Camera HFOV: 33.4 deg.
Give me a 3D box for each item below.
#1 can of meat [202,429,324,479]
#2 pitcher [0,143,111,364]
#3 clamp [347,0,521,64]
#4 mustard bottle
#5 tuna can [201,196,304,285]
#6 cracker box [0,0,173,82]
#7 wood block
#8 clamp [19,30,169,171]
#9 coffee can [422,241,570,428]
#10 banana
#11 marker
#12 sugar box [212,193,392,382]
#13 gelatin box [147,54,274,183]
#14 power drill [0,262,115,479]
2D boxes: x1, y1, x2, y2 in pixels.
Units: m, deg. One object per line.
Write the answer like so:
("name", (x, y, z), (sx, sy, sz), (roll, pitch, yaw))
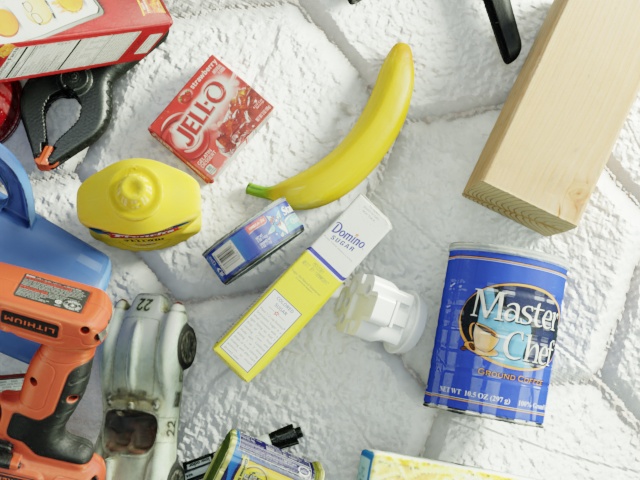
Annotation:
("can of meat", (-0.057, 0.217, 0.884), (0.084, 0.057, 0.102), (25, 93, -10))
("pitcher", (-0.289, -0.002, 0.842), (0.242, 0.149, 0.145), (29, 69, -16))
("clamp", (0.121, -0.277, 0.967), (0.164, 0.036, 0.210), (14, 81, -3))
("mustard bottle", (-0.142, -0.028, 0.845), (0.096, 0.192, 0.058), (-2, 84, -6))
("tuna can", (-0.056, 0.001, 0.903), (0.086, 0.086, 0.034), (-35, 89, -7))
("cracker box", (-0.246, -0.211, 0.840), (0.213, 0.072, 0.164), (-20, 78, -43))
("wood block", (0.214, -0.117, 0.932), (0.091, 0.090, 0.206), (26, 84, -1))
("clamp", (-0.203, -0.140, 0.931), (0.120, 0.039, 0.171), (10, 82, 1))
("coffee can", (0.148, 0.079, 0.900), (0.103, 0.103, 0.140), (11, 84, -3))
("banana", (0.026, -0.089, 0.942), (0.197, 0.037, 0.069), (-44, 89, -7))
("marker", (-0.073, 0.184, 0.916), (0.121, 0.020, 0.020), (-19, 86, -6))
("sugar box", (-0.016, 0.042, 0.898), (0.176, 0.093, 0.048), (-44, 89, -7))
("gelatin box", (-0.096, -0.106, 0.938), (0.073, 0.030, 0.089), (40, 83, 1))
("power drill", (-0.241, 0.111, 0.806), (0.184, 0.057, 0.188), (14, 116, -8))
